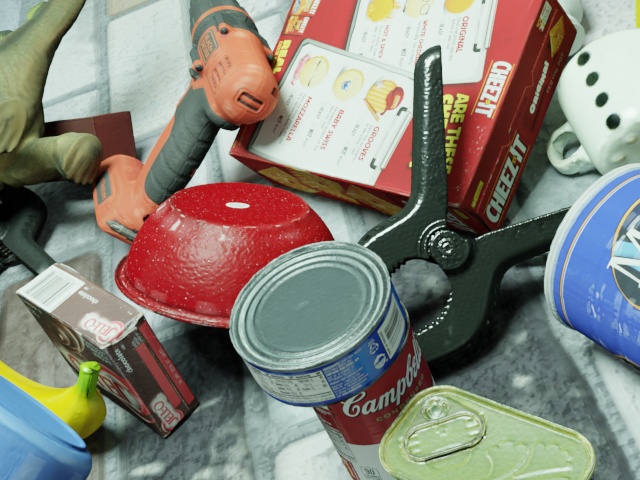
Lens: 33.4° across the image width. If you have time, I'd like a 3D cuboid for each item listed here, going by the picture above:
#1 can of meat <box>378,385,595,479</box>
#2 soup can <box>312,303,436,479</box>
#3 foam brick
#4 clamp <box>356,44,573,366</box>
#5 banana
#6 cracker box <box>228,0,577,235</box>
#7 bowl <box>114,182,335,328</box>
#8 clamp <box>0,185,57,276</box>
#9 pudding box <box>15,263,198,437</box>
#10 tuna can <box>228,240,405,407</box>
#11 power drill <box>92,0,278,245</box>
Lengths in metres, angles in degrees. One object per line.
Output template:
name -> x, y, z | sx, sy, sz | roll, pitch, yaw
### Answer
can of meat -> 0.089, 0.127, 0.522 | 0.102, 0.084, 0.057 | 16, 54, 39
soup can -> 0.030, 0.085, 0.587 | 0.068, 0.102, 0.068 | -15, 40, 12
foam brick -> -0.206, -0.080, 0.924 | 0.078, 0.053, 0.051 | -4, 10, 27
clamp -> 0.073, -0.005, 0.652 | 0.164, 0.036, 0.210 | 42, 93, 11
banana -> -0.203, 0.100, 0.726 | 0.198, 0.069, 0.037 | 5, 11, 40
cracker box -> 0.055, -0.105, 0.772 | 0.214, 0.072, 0.164 | 16, 80, 39
bowl -> -0.055, 0.001, 0.705 | 0.162, 0.055, 0.162 | 4, 20, -2
clamp -> -0.256, 0.004, 0.881 | 0.120, 0.039, 0.171 | -14, 44, 13
pudding box -> -0.140, 0.071, 0.704 | 0.039, 0.090, 0.114 | -42, 41, -22
tuna can -> -0.001, 0.042, 0.540 | 0.086, 0.033, 0.086 | -15, 40, 13
power drill -> -0.110, -0.098, 0.834 | 0.188, 0.057, 0.184 | -53, 30, 21
